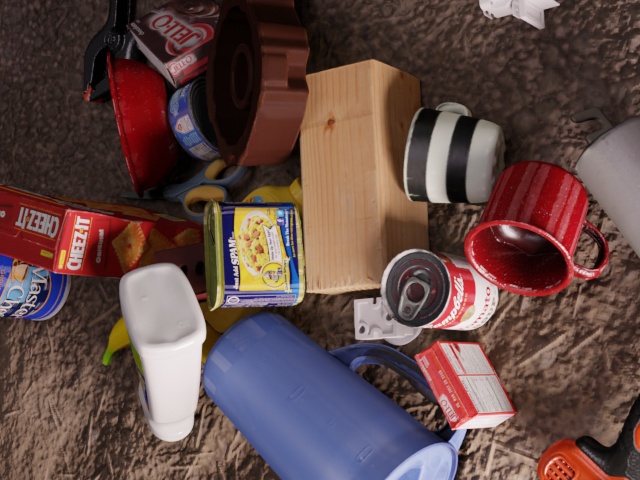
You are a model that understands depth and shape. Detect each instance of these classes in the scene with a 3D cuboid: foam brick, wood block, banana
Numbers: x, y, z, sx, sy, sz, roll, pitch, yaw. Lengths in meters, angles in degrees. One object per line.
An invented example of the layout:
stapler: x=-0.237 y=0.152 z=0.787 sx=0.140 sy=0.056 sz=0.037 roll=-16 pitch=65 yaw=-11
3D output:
foam brick: x=-0.121 y=0.033 z=1.062 sx=0.078 sy=0.051 sz=0.053 roll=-12 pitch=77 yaw=33
wood block: x=0.041 y=-0.055 z=1.012 sx=0.091 sy=0.090 sz=0.206 roll=-8 pitch=80 yaw=34
banana: x=-0.164 y=0.107 z=1.167 sx=0.198 sy=0.037 sz=0.069 roll=1 pitch=102 yaw=35

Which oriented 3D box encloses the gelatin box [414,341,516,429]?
gelatin box: x=0.127 y=0.127 z=0.932 sx=0.030 sy=0.089 sz=0.073 roll=-38 pitch=65 yaw=25

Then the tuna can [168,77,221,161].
tuna can: x=-0.121 y=-0.127 z=1.133 sx=0.034 sy=0.086 sz=0.086 roll=-22 pitch=73 yaw=31

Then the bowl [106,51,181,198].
bowl: x=-0.188 y=-0.130 z=1.162 sx=0.055 sy=0.162 sz=0.162 roll=-11 pitch=75 yaw=-4

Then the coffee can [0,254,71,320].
coffee can: x=-0.380 y=0.040 z=1.255 sx=0.103 sy=0.140 sz=0.103 roll=-5 pitch=82 yaw=34

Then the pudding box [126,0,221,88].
pudding box: x=-0.145 y=-0.220 z=1.150 sx=0.090 sy=0.039 sz=0.114 roll=-32 pitch=42 yaw=-12

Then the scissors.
scissors: x=-0.147 y=-0.066 z=1.180 sx=0.096 sy=0.016 sz=0.202 roll=-52 pitch=37 yaw=-14

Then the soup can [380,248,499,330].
soup can: x=0.108 y=0.045 z=0.947 sx=0.069 sy=0.102 sz=0.068 roll=-5 pitch=82 yaw=33

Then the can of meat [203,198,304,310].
can of meat: x=-0.063 y=0.013 z=1.002 sx=0.057 sy=0.083 sz=0.102 roll=143 pitch=125 yaw=-71

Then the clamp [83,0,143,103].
clamp: x=-0.236 y=-0.243 z=1.252 sx=0.172 sy=0.039 sz=0.120 roll=-49 pitch=59 yaw=20

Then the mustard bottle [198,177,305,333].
mustard bottle: x=-0.057 y=0.001 z=1.090 sx=0.192 sy=0.058 sz=0.096 roll=-46 pitch=57 yaw=21

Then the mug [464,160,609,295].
mug: x=0.189 y=-0.008 z=0.901 sx=0.117 sy=0.093 sz=0.081 roll=24 pitch=55 yaw=6

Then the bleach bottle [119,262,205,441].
bleach bottle: x=-0.152 y=0.134 z=1.058 sx=0.251 sy=0.068 sz=0.103 roll=96 pitch=155 yaw=-51

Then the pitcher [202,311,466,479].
pitcher: x=0.008 y=0.166 z=0.997 sx=0.243 sy=0.148 sz=0.145 roll=39 pitch=122 yaw=34

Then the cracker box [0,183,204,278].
cracker box: x=-0.246 y=-0.008 z=1.125 sx=0.164 sy=0.213 sz=0.072 roll=14 pitch=92 yaw=34
